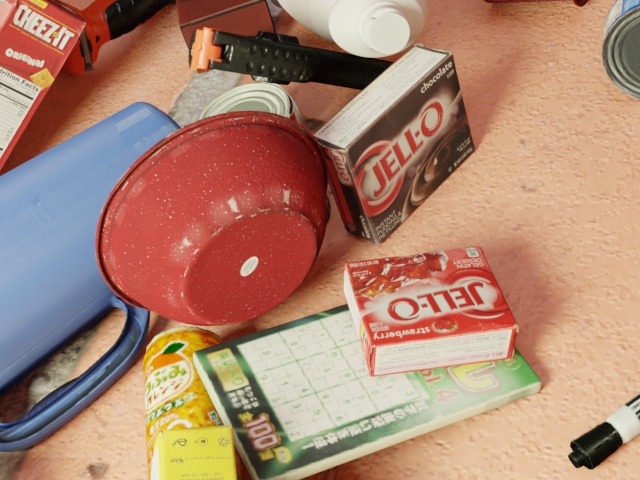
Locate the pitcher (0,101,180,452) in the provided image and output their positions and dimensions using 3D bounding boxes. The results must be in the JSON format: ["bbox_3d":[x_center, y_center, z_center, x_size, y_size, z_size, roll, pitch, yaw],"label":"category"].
[{"bbox_3d":[-0.184,0.017,0.731,0.242,0.149,0.145,-36,29,-18],"label":"pitcher"}]

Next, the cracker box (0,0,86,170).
[{"bbox_3d":[-0.306,-0.129,0.882,0.164,0.072,0.214,38,98,42],"label":"cracker box"}]

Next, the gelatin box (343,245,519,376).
[{"bbox_3d":[0.064,0.040,0.633,0.089,0.030,0.073,-7,41,-8],"label":"gelatin box"}]

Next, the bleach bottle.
[{"bbox_3d":[0.018,-0.189,0.822,0.102,0.068,0.251,-7,25,-6],"label":"bleach bottle"}]

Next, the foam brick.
[{"bbox_3d":[-0.081,-0.192,0.931,0.078,0.051,0.053,-18,44,4],"label":"foam brick"}]

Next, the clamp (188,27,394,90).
[{"bbox_3d":[-0.022,-0.131,0.778,0.165,0.036,0.209,13,11,18],"label":"clamp"}]

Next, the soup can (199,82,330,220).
[{"bbox_3d":[-0.038,-0.051,0.744,0.068,0.102,0.068,-10,46,11],"label":"soup can"}]

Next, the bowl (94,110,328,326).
[{"bbox_3d":[-0.054,0.001,0.663,0.162,0.162,0.055,-30,50,-9],"label":"bowl"}]

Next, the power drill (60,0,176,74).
[{"bbox_3d":[-0.194,-0.233,0.987,0.185,0.057,0.187,30,54,35],"label":"power drill"}]

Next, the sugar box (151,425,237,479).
[{"bbox_3d":[-0.059,0.190,0.525,0.048,0.093,0.176,-2,47,-12],"label":"sugar box"}]

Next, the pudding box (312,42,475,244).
[{"bbox_3d":[0.053,-0.067,0.734,0.039,0.090,0.113,26,61,37],"label":"pudding box"}]
